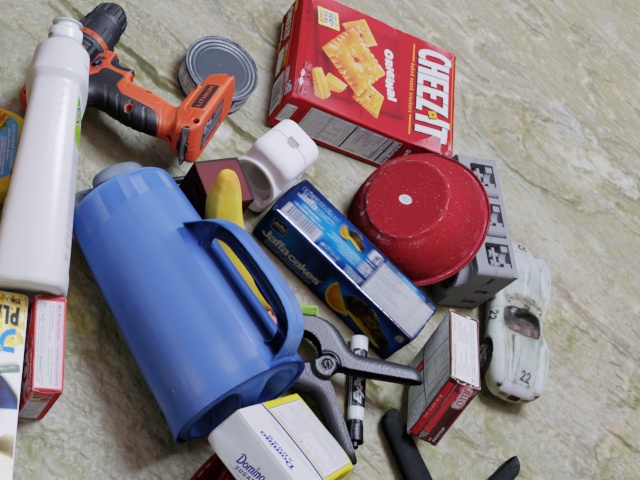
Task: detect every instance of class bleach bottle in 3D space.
[{"bbox_3d":[-0.244,-0.076,0.956,0.068,0.103,0.251,8,75,-12],"label":"bleach bottle"}]

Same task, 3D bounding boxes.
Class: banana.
[{"bbox_3d":[-0.072,0.010,1.050,0.037,0.070,0.197,-94,158,-50],"label":"banana"}]

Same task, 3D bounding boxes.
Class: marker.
[{"bbox_3d":[0.037,0.155,1.091,0.020,0.020,0.121,17,57,-20],"label":"marker"}]

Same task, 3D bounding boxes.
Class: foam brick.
[{"bbox_3d":[-0.111,-0.042,1.081,0.051,0.078,0.053,-11,67,-33],"label":"foam brick"}]

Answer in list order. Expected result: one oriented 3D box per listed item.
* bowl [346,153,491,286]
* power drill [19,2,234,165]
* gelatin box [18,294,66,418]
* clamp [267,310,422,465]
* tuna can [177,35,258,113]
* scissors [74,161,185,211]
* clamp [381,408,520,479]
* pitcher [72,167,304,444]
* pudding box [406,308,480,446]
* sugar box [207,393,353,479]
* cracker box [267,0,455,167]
[{"bbox_3d":[0.099,-0.034,1.150,0.162,0.055,0.162,-7,64,15],"label":"bowl"},{"bbox_3d":[-0.187,-0.164,1.093,0.187,0.057,0.184,20,49,6],"label":"power drill"},{"bbox_3d":[-0.245,0.102,0.928,0.030,0.073,0.089,8,60,-26],"label":"gelatin box"},{"bbox_3d":[0.016,0.125,1.066,0.120,0.039,0.171,-36,79,-26],"label":"clamp"},{"bbox_3d":[-0.114,-0.183,1.185,0.086,0.034,0.086,13,58,-23],"label":"tuna can"},{"bbox_3d":[-0.159,-0.064,1.061,0.201,0.096,0.016,-20,77,-32],"label":"scissors"},{"bbox_3d":[0.117,0.274,1.058,0.164,0.036,0.209,28,50,-11],"label":"clamp"},{"bbox_3d":[-0.123,0.048,0.975,0.149,0.145,0.243,-30,72,-11],"label":"pitcher"},{"bbox_3d":[0.125,0.138,1.086,0.039,0.090,0.113,25,33,-12],"label":"pudding box"},{"bbox_3d":[-0.032,0.189,0.947,0.093,0.048,0.176,50,11,13],"label":"sugar box"},{"bbox_3d":[0.054,-0.181,1.254,0.213,0.072,0.164,19,57,-20],"label":"cracker box"}]
